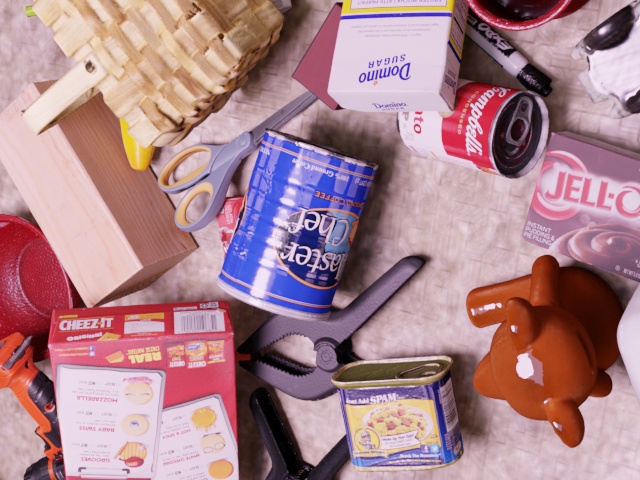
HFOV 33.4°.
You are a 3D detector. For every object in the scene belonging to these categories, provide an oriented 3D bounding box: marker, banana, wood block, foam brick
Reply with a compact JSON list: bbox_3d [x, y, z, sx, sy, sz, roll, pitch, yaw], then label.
[{"bbox_3d":[0.138,-0.157,0.855,0.121,0.020,0.020,45,119,14],"label":"marker"},{"bbox_3d":[-0.205,-0.164,1.037,0.070,0.037,0.198,-36,86,18],"label":"banana"},{"bbox_3d":[-0.226,-0.049,1.049,0.090,0.090,0.206,-35,83,32],"label":"wood block"},{"bbox_3d":[0.023,-0.156,0.902,0.051,0.052,0.078,42,118,15],"label":"foam brick"}]

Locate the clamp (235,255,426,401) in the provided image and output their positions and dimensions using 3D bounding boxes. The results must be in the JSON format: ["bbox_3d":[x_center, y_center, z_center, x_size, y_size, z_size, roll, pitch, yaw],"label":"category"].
[{"bbox_3d":[0.016,0.091,0.973,0.210,0.036,0.164,3,102,26],"label":"clamp"}]

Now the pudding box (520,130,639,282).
[{"bbox_3d":[0.222,-0.027,0.826,0.114,0.039,0.090,21,110,24],"label":"pudding box"}]

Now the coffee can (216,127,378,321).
[{"bbox_3d":[-0.020,-0.014,0.914,0.103,0.102,0.140,22,98,24],"label":"coffee can"}]

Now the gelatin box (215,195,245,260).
[{"bbox_3d":[-0.057,0.001,0.998,0.073,0.030,0.089,-4,100,30],"label":"gelatin box"}]

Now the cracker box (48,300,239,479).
[{"bbox_3d":[-0.161,0.164,1.005,0.164,0.072,0.214,-4,119,-7],"label":"cracker box"}]

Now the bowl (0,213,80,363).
[{"bbox_3d":[-0.309,0.046,1.139,0.162,0.055,0.162,7,105,28],"label":"bowl"}]

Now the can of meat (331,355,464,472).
[{"bbox_3d":[0.068,0.148,0.911,0.102,0.057,0.084,-7,101,24],"label":"can of meat"}]

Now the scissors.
[{"bbox_3d":[-0.072,-0.070,0.981,0.202,0.016,0.096,-18,63,32],"label":"scissors"}]

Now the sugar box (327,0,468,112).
[{"bbox_3d":[0.067,-0.187,0.829,0.093,0.048,0.176,5,78,25],"label":"sugar box"}]

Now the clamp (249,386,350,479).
[{"bbox_3d":[-0.026,0.222,1.027,0.120,0.039,0.171,24,113,25],"label":"clamp"}]

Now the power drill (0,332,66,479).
[{"bbox_3d":[-0.303,0.193,1.136,0.185,0.057,0.187,-27,113,35],"label":"power drill"}]

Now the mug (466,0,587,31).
[{"bbox_3d":[0.153,-0.214,0.797,0.093,0.081,0.117,-42,80,30],"label":"mug"}]

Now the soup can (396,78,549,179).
[{"bbox_3d":[0.118,-0.092,0.838,0.102,0.068,0.068,22,113,46],"label":"soup can"}]
